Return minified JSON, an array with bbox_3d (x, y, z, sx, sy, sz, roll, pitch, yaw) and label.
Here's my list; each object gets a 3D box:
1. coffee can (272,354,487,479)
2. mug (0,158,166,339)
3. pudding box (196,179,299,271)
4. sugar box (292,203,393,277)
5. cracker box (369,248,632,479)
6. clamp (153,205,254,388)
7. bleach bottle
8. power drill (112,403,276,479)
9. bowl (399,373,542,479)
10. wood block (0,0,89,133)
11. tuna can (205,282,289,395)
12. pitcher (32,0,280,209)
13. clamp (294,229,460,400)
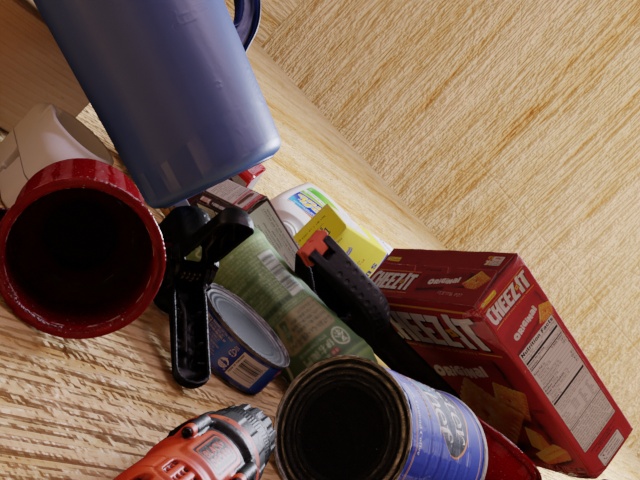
[{"bbox_3d":[0.045,0.143,0.746,0.103,0.103,0.140,51,11,32],"label":"coffee can"},{"bbox_3d":[-0.150,-0.002,0.615,0.117,0.093,0.081,4,16,-13],"label":"mug"},{"bbox_3d":[-0.057,0.001,0.983,0.090,0.039,0.113,24,-27,54],"label":"pudding box"},{"bbox_3d":[0.025,0.027,1.221,0.048,0.093,0.176,51,11,32],"label":"sugar box"},{"bbox_3d":[0.150,0.108,0.942,0.164,0.072,0.213,1,-46,56],"label":"cracker box"},{"bbox_3d":[-0.093,0.030,0.740,0.039,0.120,0.172,20,-1,-20],"label":"clamp"},{"bbox_3d":[-0.022,-0.014,1.302,0.102,0.068,0.250,44,11,0],"label":"bleach bottle"},{"bbox_3d":[-0.014,0.165,0.536,0.188,0.057,0.184,43,12,7],"label":"power drill"},{"bbox_3d":[0.104,0.179,0.903,0.162,0.055,0.162,33,-14,9],"label":"bowl"},{"bbox_3d":[-0.263,-0.164,0.783,0.205,0.091,0.090,35,15,-48],"label":"wood block"},{"bbox_3d":[-0.065,0.073,0.791,0.086,0.034,0.086,43,9,-9],"label":"tuna can"},{"bbox_3d":[-0.116,-0.155,0.763,0.243,0.149,0.145,64,10,-5],"label":"pitcher"},{"bbox_3d":[0.025,0.067,0.939,0.165,0.036,0.210,16,-32,47],"label":"clamp"}]
